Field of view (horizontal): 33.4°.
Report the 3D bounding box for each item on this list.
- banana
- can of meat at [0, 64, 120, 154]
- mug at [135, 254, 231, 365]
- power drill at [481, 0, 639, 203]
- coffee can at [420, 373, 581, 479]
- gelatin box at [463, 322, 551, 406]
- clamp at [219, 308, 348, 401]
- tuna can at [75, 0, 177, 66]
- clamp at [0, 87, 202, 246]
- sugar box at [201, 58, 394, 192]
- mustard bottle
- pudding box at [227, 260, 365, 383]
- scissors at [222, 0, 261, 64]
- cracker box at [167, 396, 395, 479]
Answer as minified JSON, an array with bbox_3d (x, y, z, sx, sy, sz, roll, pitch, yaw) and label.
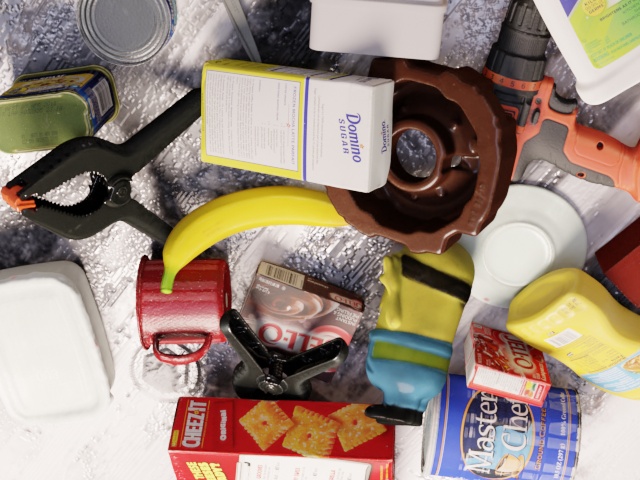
[{"bbox_3d":[-0.067,-0.015,1.002,0.197,0.037,0.069,-21,87,-7],"label":"banana"},{"bbox_3d":[-0.243,-0.118,0.968,0.102,0.084,0.057,-6,112,8],"label":"can of meat"},{"bbox_3d":[-0.129,0.068,1.022,0.081,0.117,0.093,-1,138,1],"label":"mug"},{"bbox_3d":[0.229,-0.115,0.934,0.187,0.057,0.184,15,118,3],"label":"power drill"},{"bbox_3d":[0.174,0.187,1.042,0.140,0.102,0.103,7,114,3],"label":"coffee can"},{"bbox_3d":[0.177,0.117,1.019,0.073,0.089,0.030,16,112,-1],"label":"gelatin box"},{"bbox_3d":[-0.034,0.127,1.027,0.120,0.039,0.171,15,147,10],"label":"clamp"},{"bbox_3d":[-0.172,-0.201,0.952,0.086,0.033,0.086,2,113,5],"label":"tuna can"},{"bbox_3d":[-0.180,-0.060,0.949,0.036,0.209,0.165,30,113,39],"label":"clamp"},{"bbox_3d":[-0.023,-0.103,0.931,0.176,0.048,0.093,12,111,27],"label":"sugar box"},{"bbox_3d":[0.276,0.101,1.008,0.191,0.058,0.096,33,139,-17],"label":"mustard bottle"},{"bbox_3d":[-0.024,0.080,1.053,0.113,0.039,0.090,22,115,-3],"label":"pudding box"},{"bbox_3d":[-0.079,-0.255,0.929,0.096,0.016,0.201,-33,106,18],"label":"scissors"},{"bbox_3d":[-0.032,0.227,1.072,0.214,0.072,0.164,2,140,6],"label":"cracker box"}]
